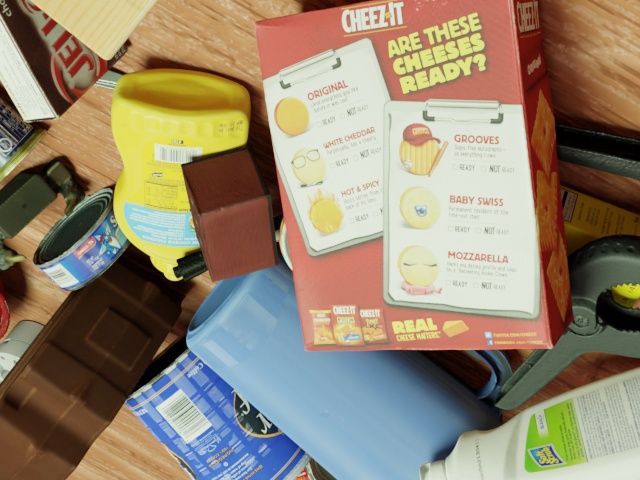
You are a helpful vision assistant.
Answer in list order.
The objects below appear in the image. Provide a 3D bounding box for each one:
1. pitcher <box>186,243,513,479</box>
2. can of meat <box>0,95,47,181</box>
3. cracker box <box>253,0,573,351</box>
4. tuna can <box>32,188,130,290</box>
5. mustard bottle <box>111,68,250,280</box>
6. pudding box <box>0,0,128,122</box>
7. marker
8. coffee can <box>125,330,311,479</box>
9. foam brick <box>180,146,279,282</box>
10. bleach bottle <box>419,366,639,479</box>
[{"bbox_3d":[0.023,0.105,0.847,0.242,0.149,0.145,40,150,-11],"label":"pitcher"},{"bbox_3d":[-0.281,-0.081,0.845,0.084,0.057,0.102,44,133,-15],"label":"can of meat"},{"bbox_3d":[0.060,-0.042,0.660,0.164,0.072,0.214,-4,101,26],"label":"cracker box"},{"bbox_3d":[-0.188,-0.001,0.859,0.086,0.086,0.033,-21,122,37],"label":"tuna can"},{"bbox_3d":[-0.107,-0.038,0.803,0.096,0.058,0.192,4,136,-6],"label":"mustard bottle"},{"bbox_3d":[-0.186,-0.149,0.711,0.039,0.090,0.113,-4,127,33],"label":"pudding box"},{"bbox_3d":[-0.055,0.001,0.806,0.121,0.020,0.020,-23,124,3],"label":"marker"},{"bbox_3d":[-0.086,0.151,0.906,0.140,0.102,0.103,50,132,-8],"label":"coffee can"},{"bbox_3d":[-0.064,-0.018,0.754,0.051,0.053,0.078,-17,141,-10],"label":"foam brick"},{"bbox_3d":[0.194,0.142,0.760,0.251,0.102,0.068,-15,125,13],"label":"bleach bottle"}]
